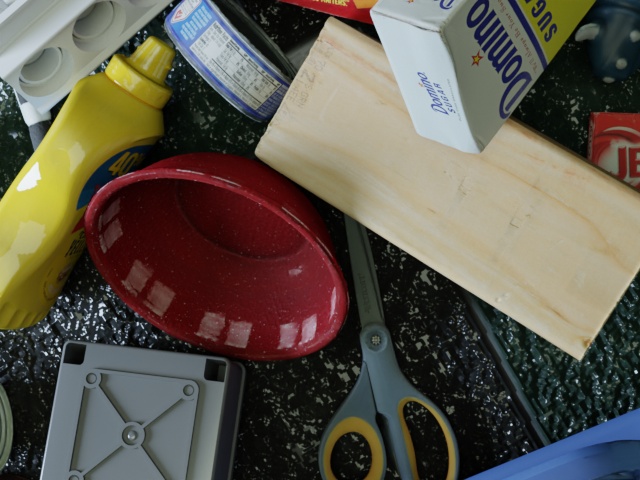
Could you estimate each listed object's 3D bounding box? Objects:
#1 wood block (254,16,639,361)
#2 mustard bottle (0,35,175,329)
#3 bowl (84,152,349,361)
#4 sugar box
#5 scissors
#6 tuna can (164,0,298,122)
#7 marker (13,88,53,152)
[{"bbox_3d":[0.081,-0.031,0.592,0.206,0.090,0.090,33,102,15],"label":"wood block"},{"bbox_3d":[-0.146,-0.039,0.643,0.058,0.096,0.192,36,100,4],"label":"mustard bottle"},{"bbox_3d":[-0.054,0.001,0.629,0.162,0.055,0.162,13,140,11],"label":"bowl"},{"bbox_3d":[0.101,-0.135,0.516,0.048,0.093,0.176,25,70,33],"label":"sugar box"},{"bbox_3d":[0.020,0.076,0.665,0.096,0.016,0.202,-26,91,1],"label":"scissors"},{"bbox_3d":[-0.050,-0.110,0.625,0.034,0.086,0.086,-43,88,12],"label":"tuna can"},{"bbox_3d":[-0.190,-0.106,0.682,0.020,0.020,0.121,-18,93,10],"label":"marker"}]
